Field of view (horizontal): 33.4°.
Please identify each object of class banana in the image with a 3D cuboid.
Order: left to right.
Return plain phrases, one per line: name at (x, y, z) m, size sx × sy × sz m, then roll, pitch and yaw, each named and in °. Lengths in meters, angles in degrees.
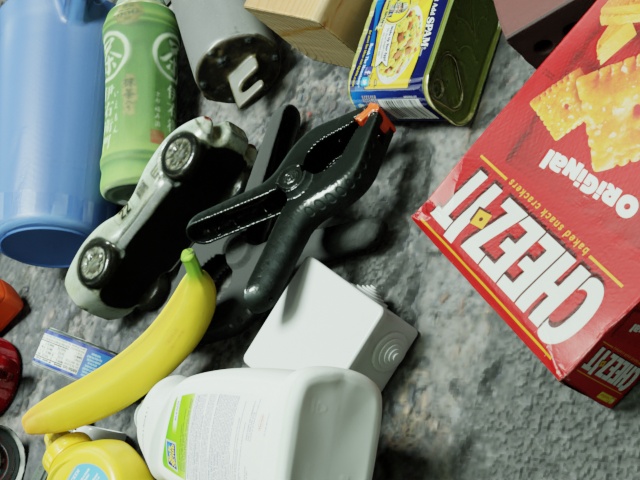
banana at (-0.139, 0.084, 0.799) m, size 0.198 × 0.069 × 0.037 m, roll -46°, pitch 34°, yaw 13°

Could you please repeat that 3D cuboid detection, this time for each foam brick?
foam brick at (0.161, -0.157, 0.707) m, size 0.078 × 0.052 × 0.051 m, roll -29°, pitch 52°, yaw 29°

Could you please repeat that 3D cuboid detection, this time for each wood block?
wood block at (0.038, -0.248, 0.839) m, size 0.091 × 0.090 × 0.206 m, roll 23°, pitch 85°, yaw 45°

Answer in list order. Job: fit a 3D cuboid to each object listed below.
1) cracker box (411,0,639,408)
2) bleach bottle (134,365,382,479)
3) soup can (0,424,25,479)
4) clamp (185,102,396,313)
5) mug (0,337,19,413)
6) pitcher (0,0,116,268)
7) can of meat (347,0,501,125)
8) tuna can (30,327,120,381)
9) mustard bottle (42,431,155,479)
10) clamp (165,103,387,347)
cracker box at (0.176, -0.039, 0.621) m, size 0.214 × 0.072 × 0.164 m, roll -50°, pitch 45°, yaw 12°
bleach bottle at (-0.061, 0.124, 0.707) m, size 0.251 × 0.068 × 0.102 m, roll -1°, pitch 78°, yaw 58°
soup can at (-0.321, 0.197, 0.952) m, size 0.102 × 0.068 × 0.068 m, roll -8°, pitch 64°, yaw 40°
clamp at (-0.022, -0.034, 0.769) m, size 0.171 × 0.039 × 0.120 m, roll -47°, pitch 47°, yaw -10°
mug at (-0.326, 0.119, 0.985) m, size 0.117 × 0.081 × 0.093 m, roll -16°, pitch 60°, yaw 36°
pitcher at (-0.246, -0.098, 1.004) m, size 0.145 × 0.149 × 0.243 m, roll -12°, pitch 64°, yaw 21°
can of meat at (0.073, -0.135, 0.773) m, size 0.084 × 0.057 × 0.102 m, roll 6°, pitch 73°, yaw 46°
tuna can at (-0.189, 0.101, 0.869) m, size 0.086 × 0.086 × 0.033 m, roll 11°, pitch 75°, yaw 44°
mustard bottle at (-0.151, 0.203, 0.778) m, size 0.192 × 0.058 × 0.096 m, roll 42°, pitch 119°, yaw 36°
clamp at (-0.055, 0.001, 0.833) m, size 0.210 × 0.036 × 0.165 m, roll -42°, pitch 48°, yaw 18°
